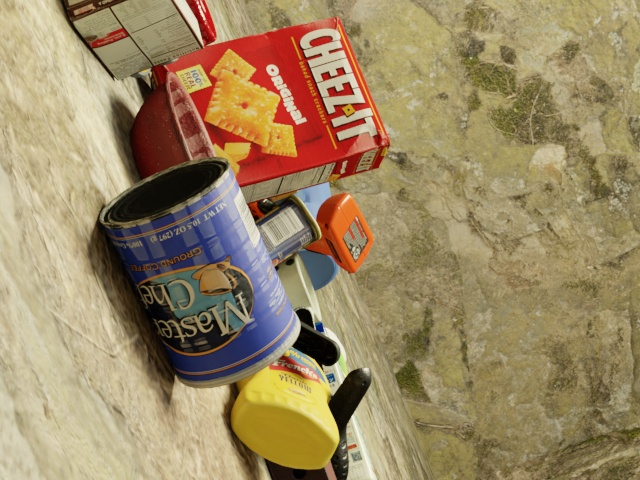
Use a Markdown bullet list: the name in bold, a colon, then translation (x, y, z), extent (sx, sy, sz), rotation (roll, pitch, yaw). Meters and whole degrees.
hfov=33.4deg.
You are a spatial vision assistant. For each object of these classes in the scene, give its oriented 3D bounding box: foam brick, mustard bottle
- **foam brick**: translation (-0.019, 0.221, 1.043), extent (0.051, 0.053, 0.078), rotation (-14, 83, -85)
- **mustard bottle**: translation (-0.035, 0.142, 1.015), extent (0.096, 0.058, 0.191), rotation (24, 15, -10)

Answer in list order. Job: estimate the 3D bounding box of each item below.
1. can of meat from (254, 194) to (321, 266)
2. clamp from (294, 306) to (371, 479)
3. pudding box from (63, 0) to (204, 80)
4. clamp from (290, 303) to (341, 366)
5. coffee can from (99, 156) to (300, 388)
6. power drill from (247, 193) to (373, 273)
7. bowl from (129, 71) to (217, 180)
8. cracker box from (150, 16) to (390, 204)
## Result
- **can of meat**: translation (-0.058, 0.001, 1.154), extent (0.057, 0.083, 0.102), rotation (57, -20, -1)
- **clamp**: translation (0.000, 0.182, 1.116), extent (0.165, 0.036, 0.210), rotation (-130, -139, -55)
- **pudding box**: translation (-0.163, -0.195, 0.943), extent (0.113, 0.090, 0.039), rotation (57, 14, -68)
- **clamp**: translation (-0.065, 0.074, 1.036), extent (0.120, 0.039, 0.172), rotation (18, 8, -30)
- **coffee can**: translation (-0.087, 0.023, 0.790), extent (0.103, 0.103, 0.140), rotation (-99, 167, -68)
- **power drill**: translation (-0.041, -0.035, 1.258), extent (0.057, 0.188, 0.184), rotation (-58, 142, -22)
- **bowl**: translation (-0.132, -0.071, 0.985), extent (0.162, 0.055, 0.162), rotation (-21, 90, -86)
- **cracker box**: translation (-0.054, -0.134, 1.132), extent (0.072, 0.213, 0.164), rotation (119, -47, -68)
